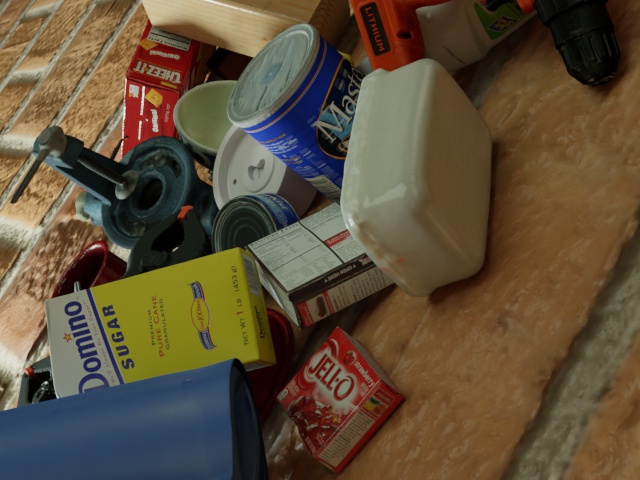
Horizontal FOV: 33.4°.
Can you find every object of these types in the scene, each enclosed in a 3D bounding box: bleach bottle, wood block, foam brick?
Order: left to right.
[{"bbox_3d":[-0.083,-0.263,1.149,0.206,0.090,0.090,19,67,17],"label":"wood block"},{"bbox_3d":[-0.089,-0.220,1.263,0.078,0.051,0.053,-53,29,-2],"label":"foam brick"},{"bbox_3d":[0.153,-0.225,0.874,0.251,0.102,0.068,-40,44,22],"label":"bleach bottle"}]

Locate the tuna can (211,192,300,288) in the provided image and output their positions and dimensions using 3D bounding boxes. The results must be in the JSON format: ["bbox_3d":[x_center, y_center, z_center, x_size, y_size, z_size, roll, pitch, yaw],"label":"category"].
[{"bbox_3d":[-0.056,0.001,0.944,0.086,0.033,0.086,5,98,40],"label":"tuna can"}]

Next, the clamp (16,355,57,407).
[{"bbox_3d":[-0.282,0.177,1.115,0.164,0.036,0.210,-59,28,-12],"label":"clamp"}]

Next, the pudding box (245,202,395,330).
[{"bbox_3d":[-0.001,0.018,0.857,0.090,0.039,0.114,-27,25,-10],"label":"pudding box"}]

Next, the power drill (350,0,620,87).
[{"bbox_3d":[0.123,-0.179,0.819,0.188,0.057,0.184,-22,80,31],"label":"power drill"}]

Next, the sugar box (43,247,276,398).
[{"bbox_3d":[-0.130,0.073,0.848,0.176,0.048,0.093,-15,75,12],"label":"sugar box"}]

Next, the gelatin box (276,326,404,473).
[{"bbox_3d":[0.012,0.113,0.775,0.073,0.030,0.089,-49,29,5],"label":"gelatin box"}]

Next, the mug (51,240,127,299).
[{"bbox_3d":[-0.229,0.066,1.117,0.117,0.081,0.093,-34,34,28],"label":"mug"}]

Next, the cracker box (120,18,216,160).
[{"bbox_3d":[-0.177,-0.206,1.285,0.164,0.072,0.213,108,176,-54],"label":"cracker box"}]

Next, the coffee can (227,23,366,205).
[{"bbox_3d":[0.006,-0.100,0.905,0.103,0.140,0.103,-35,33,27],"label":"coffee can"}]

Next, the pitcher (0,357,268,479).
[{"bbox_3d":[-0.159,0.164,0.759,0.243,0.149,0.145,-9,64,4],"label":"pitcher"}]

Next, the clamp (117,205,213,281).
[{"bbox_3d":[-0.153,0.033,0.951,0.120,0.039,0.171,-2,36,11],"label":"clamp"}]
